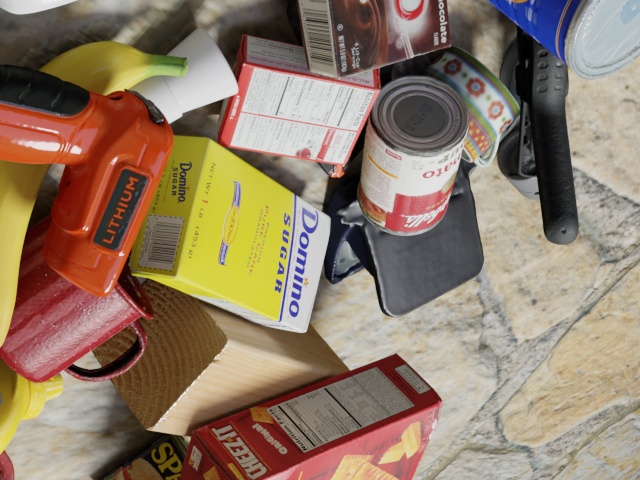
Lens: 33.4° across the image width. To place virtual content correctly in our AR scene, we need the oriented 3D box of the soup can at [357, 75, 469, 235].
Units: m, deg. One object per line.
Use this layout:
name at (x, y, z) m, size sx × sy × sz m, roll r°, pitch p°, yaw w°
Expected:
soup can at (0.063, -0.058, 0.743) m, size 0.068 × 0.068 × 0.102 m, roll -30°, pitch 155°, yaw -19°

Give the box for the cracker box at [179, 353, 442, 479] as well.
cracker box at (-0.014, 0.197, 0.853) m, size 0.213 × 0.072 × 0.164 m, roll -15°, pitch 135°, yaw -40°

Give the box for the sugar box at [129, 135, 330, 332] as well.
sugar box at (-0.054, 0.001, 0.732) m, size 0.176 × 0.048 × 0.093 m, roll 28°, pitch 72°, yaw -57°

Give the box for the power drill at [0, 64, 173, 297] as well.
power drill at (-0.177, -0.030, 0.507) m, size 0.187 × 0.057 × 0.184 m, roll 18°, pitch 104°, yaw -37°

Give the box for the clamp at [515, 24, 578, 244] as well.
clamp at (0.166, -0.117, 0.807) m, size 0.036 × 0.164 × 0.210 m, roll -5°, pitch 105°, yaw 4°

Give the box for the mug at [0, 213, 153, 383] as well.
mug at (-0.155, 0.041, 0.654) m, size 0.081 × 0.093 × 0.117 m, roll -35°, pitch 122°, yaw -2°

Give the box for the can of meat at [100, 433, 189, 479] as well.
can of meat at (-0.132, 0.223, 0.915) m, size 0.084 × 0.102 × 0.057 m, roll -36°, pitch 150°, yaw -6°

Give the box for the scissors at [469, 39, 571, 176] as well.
scissors at (0.145, -0.104, 0.893) m, size 0.202 × 0.016 × 0.096 m, roll -47°, pitch 148°, yaw 8°

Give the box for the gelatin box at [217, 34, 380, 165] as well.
gelatin box at (-0.014, -0.087, 0.672) m, size 0.089 × 0.030 × 0.073 m, roll 8°, pitch 141°, yaw -14°

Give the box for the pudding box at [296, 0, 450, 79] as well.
pudding box at (0.029, -0.160, 0.624) m, size 0.089 × 0.039 × 0.113 m, roll -21°, pitch 117°, yaw -30°

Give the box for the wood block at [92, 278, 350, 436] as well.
wood block at (-0.068, 0.099, 0.838) m, size 0.091 × 0.090 × 0.205 m, roll -48°, pitch 149°, yaw 8°

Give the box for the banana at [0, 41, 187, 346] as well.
banana at (-0.153, -0.036, 0.580) m, size 0.198 × 0.069 × 0.037 m, roll -56°, pitch -177°, yaw -2°
